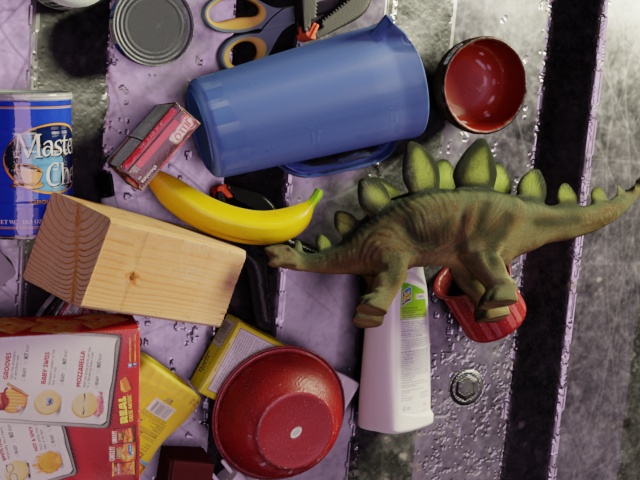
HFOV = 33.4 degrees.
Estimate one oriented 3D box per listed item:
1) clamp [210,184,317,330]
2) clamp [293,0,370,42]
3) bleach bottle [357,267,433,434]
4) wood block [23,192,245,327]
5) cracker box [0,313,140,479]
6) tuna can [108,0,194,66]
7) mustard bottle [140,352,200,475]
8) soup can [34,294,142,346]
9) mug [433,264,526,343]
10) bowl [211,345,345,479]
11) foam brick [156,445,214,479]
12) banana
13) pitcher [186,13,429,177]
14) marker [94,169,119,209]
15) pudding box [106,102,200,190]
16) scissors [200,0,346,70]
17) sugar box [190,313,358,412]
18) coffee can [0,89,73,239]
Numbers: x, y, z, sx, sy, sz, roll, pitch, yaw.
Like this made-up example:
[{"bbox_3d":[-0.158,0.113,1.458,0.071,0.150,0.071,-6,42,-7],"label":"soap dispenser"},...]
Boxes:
[{"bbox_3d":[-0.058,0.001,1.203,0.120,0.039,0.171,-35,107,-28],"label":"clamp"},{"bbox_3d":[0.038,-0.307,1.178,0.164,0.036,0.210,23,83,-23],"label":"clamp"},{"bbox_3d":[0.093,0.095,1.258,0.102,0.068,0.251,-1,94,-56],"label":"bleach bottle"},{"bbox_3d":[-0.181,0.024,1.081,0.205,0.090,0.091,17,95,-55],"label":"wood block"},{"bbox_3d":[-0.288,0.161,1.058,0.213,0.072,0.164,-2,102,-17],"label":"cracker box"},{"bbox_3d":[-0.178,-0.226,1.118,0.086,0.034,0.086,-4,101,-20],"label":"tuna can"},{"bbox_3d":[-0.223,0.221,1.166,0.191,0.058,0.096,-52,131,-5],"label":"mustard bottle"},{"bbox_3d":[-0.248,0.102,1.132,0.102,0.069,0.068,39,84,-23],"label":"soup can"},{"bbox_3d":[0.201,0.061,1.292,0.081,0.093,0.117,57,46,-25],"label":"mug"},{"bbox_3d":[-0.037,0.202,1.189,0.161,0.055,0.162,-5,104,-21],"label":"bowl"},{"bbox_3d":[-0.156,0.277,1.207,0.051,0.053,0.078,6,98,-22],"label":"foam brick"},{"bbox_3d":[-0.092,-0.031,1.151,0.197,0.037,0.069,7,64,-20],"label":"banana"},{"bbox_3d":[-0.015,-0.140,1.154,0.242,0.145,0.149,-16,93,-14],"label":"pitcher"},{"bbox_3d":[-0.222,-0.016,1.147,0.020,0.020,0.121,-14,104,-18],"label":"marker"},{"bbox_3d":[-0.174,-0.098,1.100,0.039,0.114,0.090,43,83,-19],"label":"pudding box"},{"bbox_3d":[-0.034,-0.231,1.182,0.201,0.016,0.096,-1,100,-20],"label":"scissors"},{"bbox_3d":[-0.051,0.165,1.231,0.176,0.048,0.093,31,88,-26],"label":"sugar box"},{"bbox_3d":[-0.298,-0.078,1.062,0.102,0.103,0.140,-3,101,-21],"label":"coffee can"}]
